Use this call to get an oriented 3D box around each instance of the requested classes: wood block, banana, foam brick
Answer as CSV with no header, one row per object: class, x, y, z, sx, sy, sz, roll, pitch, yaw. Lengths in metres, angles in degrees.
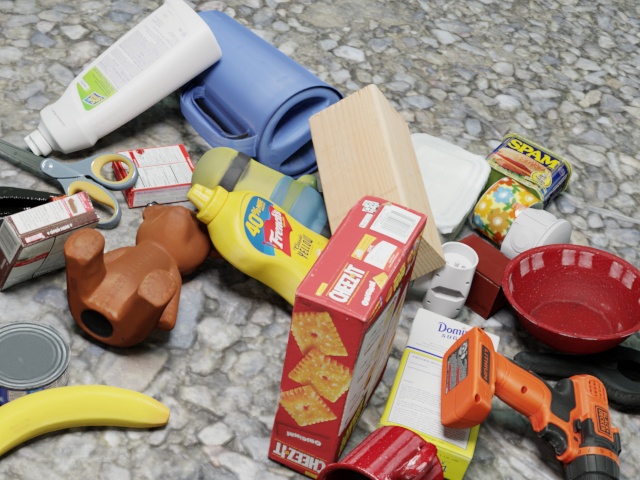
wood block,0.059,-0.057,1.168,0.091,0.090,0.206,-26,50,19
banana,-0.236,0.165,0.960,0.197,0.037,0.070,-17,73,-28
foam brick,0.179,0.040,1.200,0.078,0.053,0.051,38,46,25

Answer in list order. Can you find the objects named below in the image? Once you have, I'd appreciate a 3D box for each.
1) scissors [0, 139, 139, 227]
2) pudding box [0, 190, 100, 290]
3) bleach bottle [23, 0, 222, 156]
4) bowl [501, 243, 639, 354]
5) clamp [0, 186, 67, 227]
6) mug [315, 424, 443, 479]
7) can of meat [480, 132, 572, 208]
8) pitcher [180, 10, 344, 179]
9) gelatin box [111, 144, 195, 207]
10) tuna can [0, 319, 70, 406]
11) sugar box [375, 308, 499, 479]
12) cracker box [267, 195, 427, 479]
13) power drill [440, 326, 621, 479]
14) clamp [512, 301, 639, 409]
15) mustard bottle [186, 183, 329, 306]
scissors,-0.289,-0.092,1.216,0.202,0.016,0.096,40,78,19
pudding box,-0.281,0.001,1.074,0.089,0.114,0.039,-24,79,-36
bleach bottle,-0.245,-0.186,1.274,0.250,0.068,0.103,-37,54,-9
bowl,0.271,0.071,1.139,0.162,0.055,0.162,1,36,-1
clamp,-0.365,-0.013,1.123,0.209,0.036,0.165,-6,39,-25
mug,0.061,0.209,0.929,0.093,0.117,0.081,47,43,9
can of meat,0.255,-0.081,1.358,0.102,0.057,0.083,31,46,20
pitcher,-0.096,-0.188,1.335,0.243,0.145,0.149,43,7,35
gelatin box,-0.192,-0.076,1.250,0.089,0.030,0.073,-10,47,-24
tuna can,-0.279,0.116,1.002,0.086,0.034,0.086,8,41,-7
sugar box,0.117,0.150,1.063,0.093,0.048,0.176,20,37,6
cracker box,0.021,0.089,0.976,0.072,0.214,0.164,21,41,12
power drill,0.202,0.176,1.007,0.187,0.057,0.184,30,36,-17
clamp,0.292,0.136,1.133,0.172,0.039,0.120,31,49,29
mustard bottle,-0.057,0.001,1.120,0.191,0.058,0.096,34,39,-15
